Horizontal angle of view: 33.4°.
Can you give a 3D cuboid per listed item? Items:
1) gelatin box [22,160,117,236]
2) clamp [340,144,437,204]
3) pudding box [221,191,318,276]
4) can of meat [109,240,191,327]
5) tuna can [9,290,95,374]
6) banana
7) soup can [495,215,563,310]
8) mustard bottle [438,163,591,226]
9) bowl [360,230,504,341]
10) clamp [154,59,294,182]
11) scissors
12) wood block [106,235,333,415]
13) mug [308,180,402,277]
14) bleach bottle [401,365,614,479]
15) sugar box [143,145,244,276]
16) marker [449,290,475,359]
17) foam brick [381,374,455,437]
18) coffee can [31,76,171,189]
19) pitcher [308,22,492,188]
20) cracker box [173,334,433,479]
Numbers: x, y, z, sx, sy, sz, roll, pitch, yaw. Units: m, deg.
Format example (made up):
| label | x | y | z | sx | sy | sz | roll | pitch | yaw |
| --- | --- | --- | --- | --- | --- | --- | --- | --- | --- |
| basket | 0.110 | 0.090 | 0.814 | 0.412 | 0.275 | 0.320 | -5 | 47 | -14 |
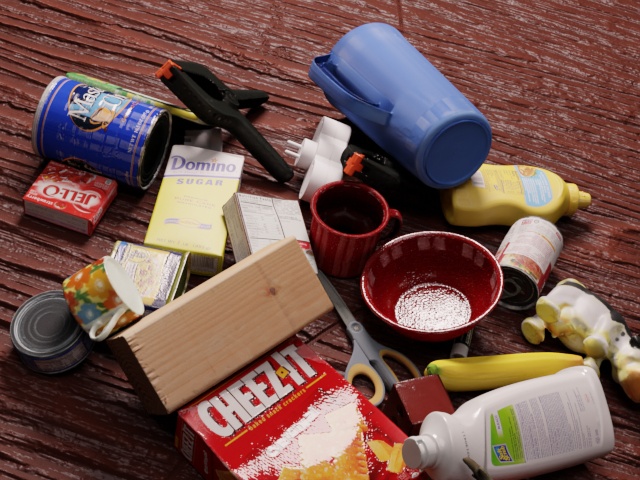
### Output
| label | x | y | z | sx | sy | sz | roll | pitch | yaw |
| --- | --- | --- | --- | --- | --- | --- | --- | --- | --- |
| gelatin box | -0.297 | -0.052 | 1.270 | 0.089 | 0.030 | 0.073 | 18 | 47 | 6 |
| clamp | 0.066 | -0.092 | 1.326 | 0.120 | 0.039 | 0.171 | 32 | 8 | 31 |
| pudding box | -0.058 | 0.002 | 1.234 | 0.089 | 0.039 | 0.113 | 6 | 51 | -33 |
| can of meat | -0.195 | 0.052 | 1.177 | 0.084 | 0.057 | 0.102 | 11 | 47 | 1 |
| tuna can | -0.281 | 0.095 | 1.121 | 0.086 | 0.034 | 0.086 | -4 | 53 | 5 |
| banana | 0.189 | 0.144 | 1.162 | 0.197 | 0.070 | 0.037 | -2 | 87 | -23 |
| soup can | 0.244 | 0.026 | 1.278 | 0.068 | 0.068 | 0.102 | 26 | 47 | 13 |
| mustard bottle | 0.251 | -0.056 | 1.362 | 0.191 | 0.058 | 0.096 | 3 | 42 | -8 |
| bowl | 0.127 | 0.062 | 1.216 | 0.162 | 0.055 | 0.162 | -4 | 43 | 4 |
| clamp | -0.121 | -0.174 | 1.348 | 0.209 | 0.036 | 0.164 | 33 | 28 | -36 |
| scissors | 0.030 | 0.115 | 1.190 | 0.096 | 0.016 | 0.202 | -30 | 59 | -32 |
| wood block | -0.103 | 0.087 | 1.100 | 0.205 | 0.090 | 0.091 | -31 | 94 | -23 |
| mug | 0.040 | -0.012 | 1.263 | 0.117 | 0.081 | 0.093 | -8 | 50 | -18 |
| bleach bottle | 0.182 | 0.186 | 1.059 | 0.250 | 0.068 | 0.102 | -1 | 70 | -36 |
| sugar box | -0.150 | -0.039 | 1.277 | 0.093 | 0.048 | 0.176 | 10 | 48 | -3 |
| marker | 0.170 | 0.091 | 1.236 | 0.020 | 0.020 | 0.121 | 17 | 47 | 5 |
| foam brick | 0.099 | 0.184 | 1.097 | 0.051 | 0.078 | 0.053 | -7 | 50 | -19 |
| coffee can | -0.265 | -0.131 | 1.301 | 0.140 | 0.103 | 0.102 | 18 | 47 | 5 |
| pitcher | 0.101 | -0.169 | 1.350 | 0.149 | 0.145 | 0.243 | -33 | 44 | -5 |
| cracker box | -0.015 | 0.211 | 1.053 | 0.163 | 0.072 | 0.214 | -31 | 59 | -34 |
